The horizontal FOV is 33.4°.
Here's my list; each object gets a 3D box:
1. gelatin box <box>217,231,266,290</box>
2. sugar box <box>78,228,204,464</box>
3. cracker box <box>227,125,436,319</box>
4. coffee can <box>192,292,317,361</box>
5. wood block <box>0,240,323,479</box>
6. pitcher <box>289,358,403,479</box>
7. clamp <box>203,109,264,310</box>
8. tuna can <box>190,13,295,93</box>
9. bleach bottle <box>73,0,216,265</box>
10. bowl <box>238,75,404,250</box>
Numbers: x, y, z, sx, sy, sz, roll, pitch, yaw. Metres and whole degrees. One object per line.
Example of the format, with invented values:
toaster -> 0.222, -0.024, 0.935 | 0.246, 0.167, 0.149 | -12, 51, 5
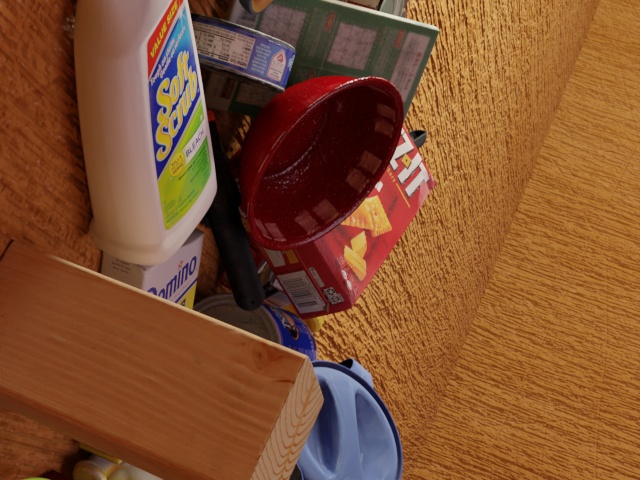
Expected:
gelatin box -> -0.057, 0.001, 1.023 | 0.089, 0.030, 0.073 | -53, 177, -44
sugar box -> -0.141, 0.079, 0.848 | 0.093, 0.048, 0.176 | -38, 146, -61
cracker box -> 0.013, -0.056, 1.004 | 0.164, 0.072, 0.213 | 59, 42, -20
coffee can -> -0.068, 0.107, 1.015 | 0.140, 0.103, 0.103 | 32, 79, -74
wood block -> -0.113, 0.088, 0.664 | 0.090, 0.206, 0.090 | 74, 38, -64
pitcher -> -0.049, 0.209, 0.961 | 0.148, 0.145, 0.243 | 4, 149, -45
clamp -> -0.079, -0.025, 0.848 | 0.039, 0.120, 0.171 | -25, 146, -10
tuna can -> -0.062, -0.136, 0.778 | 0.086, 0.086, 0.034 | 5, 103, -73
bleach bottle -> -0.119, -0.105, 0.679 | 0.251, 0.068, 0.102 | 89, 26, -46
bowl -> -0.010, -0.071, 0.838 | 0.162, 0.055, 0.162 | -34, 149, -25
